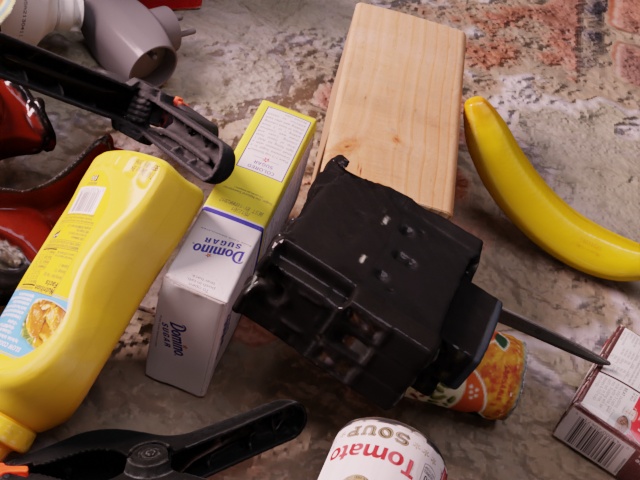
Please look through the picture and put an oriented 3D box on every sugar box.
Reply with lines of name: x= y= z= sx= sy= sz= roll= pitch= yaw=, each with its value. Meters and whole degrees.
sugar box: x=-0.055 y=0.001 z=0.669 sx=0.048 sy=0.093 sz=0.176 roll=22 pitch=45 yaw=4

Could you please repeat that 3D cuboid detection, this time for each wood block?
wood block: x=0.046 y=-0.070 z=0.770 sx=0.090 sy=0.091 sz=0.206 roll=15 pitch=45 yaw=-4

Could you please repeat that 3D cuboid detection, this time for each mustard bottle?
mustard bottle: x=-0.142 y=0.042 z=0.593 sx=0.058 sy=0.096 sz=0.191 roll=40 pitch=69 yaw=-33

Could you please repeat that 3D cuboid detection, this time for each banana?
banana: x=0.172 y=-0.026 z=0.775 sx=0.198 sy=0.070 sz=0.037 roll=35 pitch=29 yaw=-2

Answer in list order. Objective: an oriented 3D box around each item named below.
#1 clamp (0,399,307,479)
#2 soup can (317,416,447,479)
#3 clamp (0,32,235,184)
clamp: x=-0.080 y=0.129 z=0.550 sx=0.171 sy=0.039 sz=0.120 roll=-9 pitch=18 yaw=-9
soup can: x=0.023 y=0.153 z=0.567 sx=0.068 sy=0.069 sz=0.102 roll=24 pitch=45 yaw=5
clamp: x=-0.125 y=-0.087 z=0.685 sx=0.164 sy=0.036 sz=0.210 roll=27 pitch=7 yaw=-4
